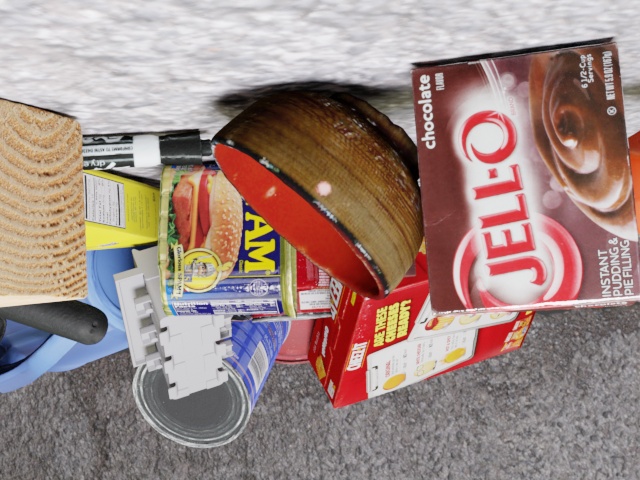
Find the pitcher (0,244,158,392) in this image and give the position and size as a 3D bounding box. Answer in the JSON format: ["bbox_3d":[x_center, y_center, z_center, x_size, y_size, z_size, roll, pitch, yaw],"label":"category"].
[{"bbox_3d":[-0.202,0.049,0.926,0.144,0.149,0.243,-1,171,-32],"label":"pitcher"}]

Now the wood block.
[{"bbox_3d":[-0.226,-0.008,0.530,0.206,0.091,0.090,-6,174,25],"label":"wood block"}]

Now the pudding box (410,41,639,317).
[{"bbox_3d":[0.090,-0.024,0.472,0.090,0.113,0.039,-6,175,12],"label":"pudding box"}]

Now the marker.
[{"bbox_3d":[-0.119,-0.047,0.577,0.121,0.020,0.020,-4,175,-7],"label":"marker"}]

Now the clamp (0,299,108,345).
[{"bbox_3d":[-0.248,0.022,0.685,0.165,0.036,0.209,-3,151,42],"label":"clamp"}]

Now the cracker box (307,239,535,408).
[{"bbox_3d":[0.104,0.053,0.976,0.213,0.072,0.164,-14,142,-23],"label":"cracker box"}]

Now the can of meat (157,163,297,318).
[{"bbox_3d":[-0.058,-0.001,0.685,0.084,0.102,0.057,-2,158,2],"label":"can of meat"}]

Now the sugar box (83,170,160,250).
[{"bbox_3d":[-0.177,-0.020,0.685,0.093,0.048,0.176,-6,176,19],"label":"sugar box"}]

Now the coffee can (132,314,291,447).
[{"bbox_3d":[-0.091,0.098,0.935,0.103,0.103,0.140,-6,-154,17],"label":"coffee can"}]
